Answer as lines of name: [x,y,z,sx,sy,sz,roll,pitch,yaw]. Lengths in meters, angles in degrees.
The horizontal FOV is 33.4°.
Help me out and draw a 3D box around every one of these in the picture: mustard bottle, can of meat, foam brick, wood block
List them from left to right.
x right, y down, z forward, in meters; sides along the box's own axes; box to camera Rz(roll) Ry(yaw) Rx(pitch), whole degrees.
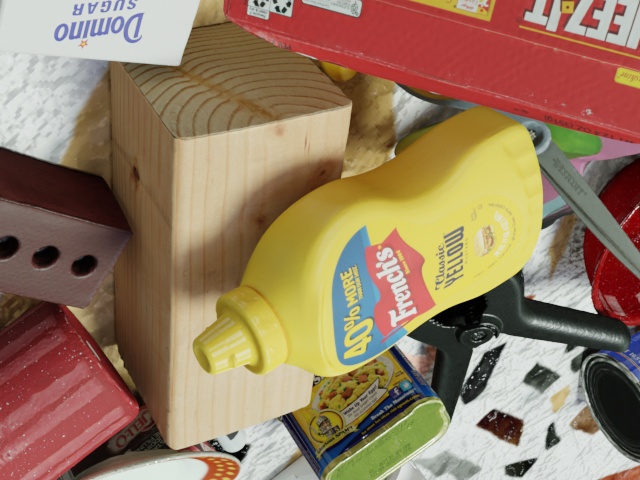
foam brick: [-0.142,-0.007,0.525,0.078,0.051,0.053,16,116,-43]
wood block: [-0.054,0.001,0.565,0.090,0.091,0.206,-15,134,-25]
can of meat: [0.026,0.116,0.731,0.102,0.084,0.057,-35,139,-5]
mustard bottle: [0.022,0.012,0.515,0.191,0.058,0.096,-28,133,-26]

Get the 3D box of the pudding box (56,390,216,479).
pudding box: [-0.129,0.159,0.694,0.113,0.039,0.090,-39,139,0]

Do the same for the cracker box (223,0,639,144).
cracker box: [0.079,-0.100,0.439,0.213,0.164,0.072,-28,134,-67]

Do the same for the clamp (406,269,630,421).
clamp: [0.103,0.061,0.757,0.165,0.036,0.209,-33,132,24]

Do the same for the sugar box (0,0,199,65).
sugar box: [-0.080,-0.160,0.436,0.093,0.048,0.176,-2,130,-38]

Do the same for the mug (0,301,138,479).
mug: [-0.153,0.087,0.585,0.081,0.093,0.117,-37,170,-9]

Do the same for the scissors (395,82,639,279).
scissors: [0.117,-0.075,0.561,0.096,0.202,0.016,-55,174,12]
